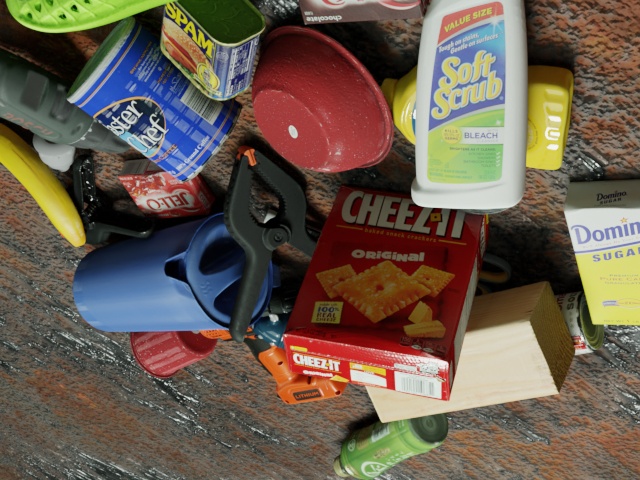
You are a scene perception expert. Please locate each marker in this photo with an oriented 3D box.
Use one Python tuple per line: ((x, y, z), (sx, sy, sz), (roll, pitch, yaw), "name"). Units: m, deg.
((-0.006, -0.005, 1.213), (0.121, 0.020, 0.020), (21, 142, -1), "marker")

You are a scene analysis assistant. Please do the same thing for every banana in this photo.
((-0.338, -0.077, 1.235), (0.198, 0.037, 0.070), (44, 154, 4), "banana")

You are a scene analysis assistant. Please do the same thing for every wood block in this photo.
((0.153, 0.120, 1.139), (0.206, 0.090, 0.090), (-15, 108, 31), "wood block")

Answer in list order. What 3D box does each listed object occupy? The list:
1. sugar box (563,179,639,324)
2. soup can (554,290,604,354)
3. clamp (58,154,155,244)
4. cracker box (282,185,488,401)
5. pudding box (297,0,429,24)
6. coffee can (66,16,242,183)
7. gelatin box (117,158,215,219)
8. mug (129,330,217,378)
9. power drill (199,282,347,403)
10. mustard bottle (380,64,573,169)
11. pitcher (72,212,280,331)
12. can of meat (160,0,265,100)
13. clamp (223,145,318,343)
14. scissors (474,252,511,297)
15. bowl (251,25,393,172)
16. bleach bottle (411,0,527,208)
((0.307, 0.016, 1.074), (0.093, 0.048, 0.176), (-2, 138, 26), "sugar box")
((0.252, 0.095, 1.177), (0.102, 0.068, 0.068), (-13, 132, 35), "soup can")
((-0.276, -0.043, 1.264), (0.172, 0.039, 0.120), (-12, 117, 47), "clamp")
((0.071, 0.046, 1.081), (0.164, 0.213, 0.072), (9, 139, 14), "cracker box")
((0.030, -0.231, 0.906), (0.114, 0.039, 0.090), (3, 140, 22), "pudding box")
((-0.163, -0.138, 1.056), (0.140, 0.102, 0.103), (37, 139, -21), "coffee can")
((-0.175, -0.060, 1.216), (0.089, 0.030, 0.073), (-3, 137, 28), "gelatin box")
((-0.195, 0.115, 1.400), (0.082, 0.093, 0.117), (-25, 97, 37), "mug")
((-0.042, 0.129, 1.366), (0.185, 0.057, 0.187), (-14, 129, 37), "power drill")
((0.130, -0.121, 0.979), (0.192, 0.058, 0.096), (9, 137, 15), "mustard bottle")
((-0.176, 0.049, 1.276), (0.243, 0.144, 0.149), (-9, 126, 41), "pitcher")
((-0.102, -0.190, 0.980), (0.102, 0.057, 0.084), (46, 150, 18), "can of meat")
((-0.058, 0.001, 1.159), (0.210, 0.164, 0.036), (65, 165, -21), "clamp")
((0.114, 0.030, 1.204), (0.202, 0.016, 0.096), (9, 141, 15), "scissors")
((-0.012, -0.119, 1.005), (0.162, 0.055, 0.162), (31, 149, 21), "bowl")
((0.121, -0.153, 0.891), (0.103, 0.068, 0.251), (2, 116, 17), "bleach bottle")
